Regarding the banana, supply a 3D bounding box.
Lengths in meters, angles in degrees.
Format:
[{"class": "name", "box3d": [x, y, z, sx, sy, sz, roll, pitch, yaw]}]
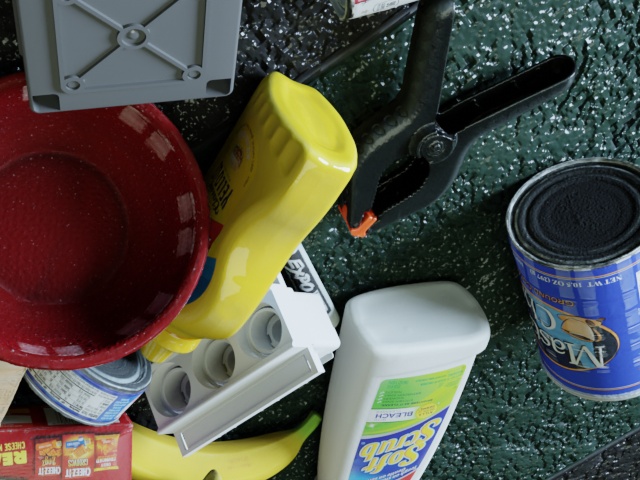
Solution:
[{"class": "banana", "box3d": [-0.096, 0.151, 0.781, 0.197, 0.037, 0.069, 6, 96, -27]}]

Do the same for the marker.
[{"class": "marker", "box3d": [-0.015, 0.016, 0.708, 0.020, 0.020, 0.121, -25, 131, 1]}]

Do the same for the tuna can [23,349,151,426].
[{"class": "tuna can", "box3d": [-0.147, 0.072, 0.663, 0.034, 0.086, 0.086, -45, 128, 16]}]

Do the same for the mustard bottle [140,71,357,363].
[{"class": "mustard bottle", "box3d": [-0.055, 0.001, 0.631, 0.058, 0.096, 0.192, 19, 119, -31]}]

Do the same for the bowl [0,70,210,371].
[{"class": "bowl", "box3d": [-0.145, -0.010, 0.587, 0.162, 0.055, 0.162, 2, 85, -20]}]

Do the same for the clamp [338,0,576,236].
[{"class": "clamp", "box3d": [0.076, -0.069, 0.659, 0.120, 0.039, 0.172, 16, 127, -24]}]

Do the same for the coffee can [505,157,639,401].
[{"class": "coffee can", "box3d": [0.191, 0.028, 0.734, 0.103, 0.103, 0.140, -24, 131, 0]}]

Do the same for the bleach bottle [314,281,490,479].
[{"class": "bleach bottle", "box3d": [0.051, 0.146, 0.809, 0.102, 0.068, 0.251, -7, 132, -18]}]
